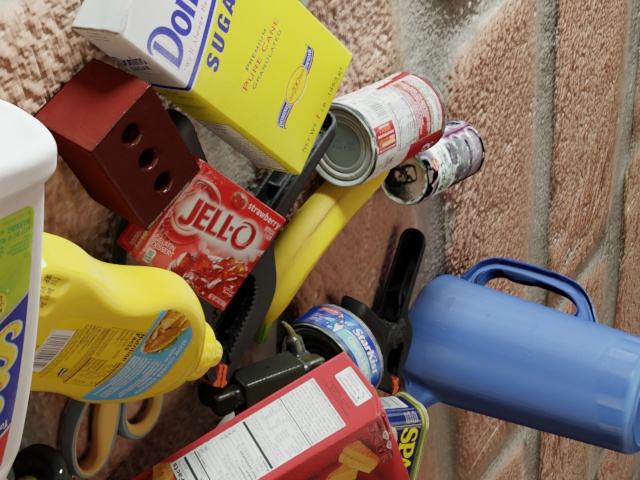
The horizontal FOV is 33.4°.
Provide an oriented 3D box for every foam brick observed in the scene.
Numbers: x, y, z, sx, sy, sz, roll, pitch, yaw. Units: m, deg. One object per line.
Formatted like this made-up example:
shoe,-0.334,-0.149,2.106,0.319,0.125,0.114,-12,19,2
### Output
foam brick,-0.114,-0.055,0.609,0.053,0.051,0.078,-51,145,-17

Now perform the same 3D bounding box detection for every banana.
banana,-0.001,-0.011,0.842,0.197,0.037,0.070,-52,173,-21

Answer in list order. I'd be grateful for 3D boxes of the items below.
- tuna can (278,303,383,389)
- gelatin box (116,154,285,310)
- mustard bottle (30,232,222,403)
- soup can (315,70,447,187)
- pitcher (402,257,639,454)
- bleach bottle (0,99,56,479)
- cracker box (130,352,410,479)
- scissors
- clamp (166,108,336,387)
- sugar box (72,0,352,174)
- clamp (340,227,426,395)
tuna can,0.007,0.097,0.869,0.033,0.086,0.086,-32,134,-43
gelatin box,-0.074,-0.006,0.676,0.073,0.030,0.089,-55,136,-2
mustard bottle,-0.124,0.054,0.627,0.096,0.058,0.191,-47,146,16
soup can,0.044,-0.087,0.829,0.102,0.069,0.068,-30,132,-46
pitcher,0.214,0.114,1.054,0.144,0.243,0.149,-15,114,-52
bleach bottle,-0.171,0.066,0.484,0.102,0.068,0.251,-26,135,-41
cracker box,-0.038,0.202,0.787,0.213,0.072,0.164,-30,137,-11
scissors,-0.124,0.061,0.706,0.096,0.016,0.202,1,107,-60
clamp,-0.055,0.001,0.754,0.164,0.036,0.210,-17,121,-46
sugar box,-0.057,-0.119,0.639,0.176,0.048,0.093,35,74,-51
clamp,0.064,0.072,0.992,0.120,0.039,0.171,-45,149,-28
